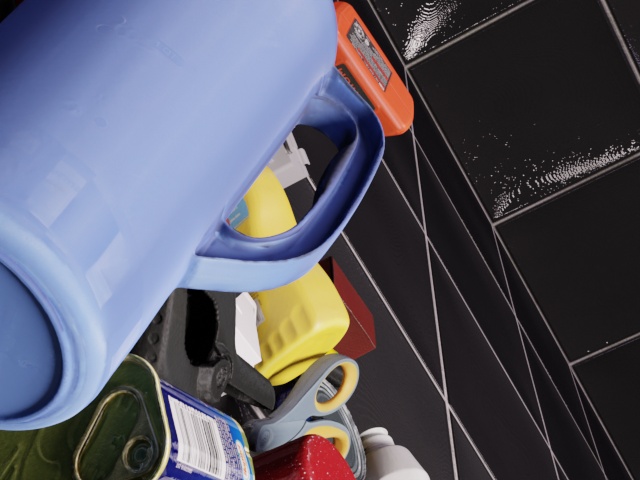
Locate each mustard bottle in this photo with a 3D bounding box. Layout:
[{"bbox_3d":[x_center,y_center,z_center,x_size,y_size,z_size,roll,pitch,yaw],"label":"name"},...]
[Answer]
[{"bbox_3d":[-0.055,0.001,0.744,0.058,0.096,0.192,-8,62,-41],"label":"mustard bottle"}]

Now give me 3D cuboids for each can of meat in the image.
[{"bbox_3d":[-0.088,0.098,0.441,0.083,0.102,0.057,45,23,-57],"label":"can of meat"}]

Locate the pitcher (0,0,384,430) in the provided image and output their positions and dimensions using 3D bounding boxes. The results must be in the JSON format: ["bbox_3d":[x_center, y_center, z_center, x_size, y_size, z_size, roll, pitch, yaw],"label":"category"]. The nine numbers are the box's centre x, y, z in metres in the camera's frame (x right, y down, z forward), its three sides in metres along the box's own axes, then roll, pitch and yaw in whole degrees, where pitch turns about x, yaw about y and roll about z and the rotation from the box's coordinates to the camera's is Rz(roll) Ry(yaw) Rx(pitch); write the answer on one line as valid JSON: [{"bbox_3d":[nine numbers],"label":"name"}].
[{"bbox_3d":[-0.077,-0.037,0.434,0.242,0.149,0.145,-64,141,-50],"label":"pitcher"}]

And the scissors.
[{"bbox_3d":[-0.029,0.105,0.671,0.201,0.016,0.096,32,77,-56],"label":"scissors"}]

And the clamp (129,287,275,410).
[{"bbox_3d":[-0.060,0.063,0.542,0.120,0.039,0.171,-58,153,-54],"label":"clamp"}]
